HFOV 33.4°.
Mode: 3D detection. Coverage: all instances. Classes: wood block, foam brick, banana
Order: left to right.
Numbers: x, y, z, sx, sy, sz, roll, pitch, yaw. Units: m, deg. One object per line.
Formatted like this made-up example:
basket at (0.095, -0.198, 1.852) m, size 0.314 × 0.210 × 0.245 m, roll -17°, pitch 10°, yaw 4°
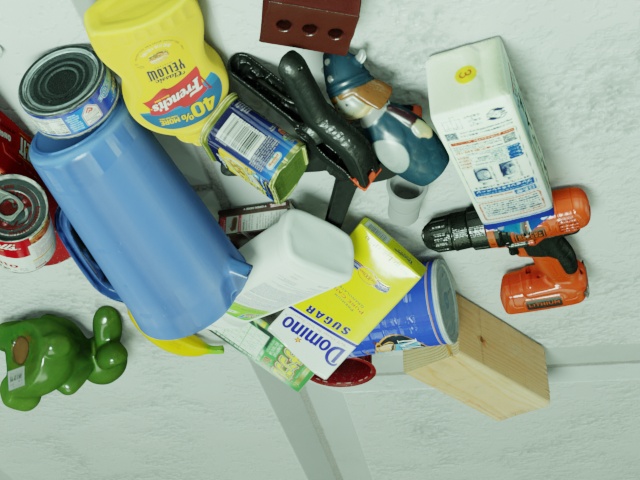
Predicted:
banana at (-0.206, 0.108, 1.402) m, size 0.070 × 0.037 × 0.197 m, roll -26°, pitch 141°, yaw 16°
foam brick at (-0.008, -0.194, 0.891) m, size 0.078 × 0.051 × 0.053 m, roll 7°, pitch 148°, yaw -9°
wood block at (0.207, 0.156, 1.407) m, size 0.090 × 0.091 × 0.205 m, roll -26°, pitch 139°, yaw 35°

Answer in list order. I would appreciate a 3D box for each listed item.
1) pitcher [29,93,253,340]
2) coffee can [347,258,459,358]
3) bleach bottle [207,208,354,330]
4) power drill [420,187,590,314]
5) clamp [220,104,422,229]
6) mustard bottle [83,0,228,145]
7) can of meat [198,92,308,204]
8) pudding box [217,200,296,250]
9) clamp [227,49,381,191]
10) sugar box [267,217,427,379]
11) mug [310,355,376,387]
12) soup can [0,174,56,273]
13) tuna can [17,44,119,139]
pitcher at (-0.191, -0.023, 1.067) m, size 0.149 × 0.145 × 0.242 m, roll -35°, pitch 126°, yaw -8°
coffee can at (0.086, 0.083, 1.283) m, size 0.140 × 0.103 × 0.102 m, roll -10°, pitch 146°, yaw 18°
bleach bottle at (-0.079, 0.048, 1.198) m, size 0.102 × 0.068 × 0.251 m, roll 24°, pitch 145°, yaw -34°
power drill at (0.223, 0.016, 1.212) m, size 0.185 × 0.057 × 0.187 m, roll -10°, pitch 146°, yaw 18°
clamp at (0.026, -0.074, 1.093) m, size 0.210 × 0.036 × 0.164 m, roll -23°, pitch 137°, yaw 30°
mustard bottle at (-0.135, -0.148, 0.960) m, size 0.096 × 0.058 × 0.191 m, roll -23°, pitch 147°, yaw -1°
can of meat at (-0.060, -0.084, 1.009) m, size 0.084 × 0.057 × 0.102 m, roll 36°, pitch 173°, yaw 9°
pudding box at (-0.058, 0.001, 1.218) m, size 0.090 × 0.039 × 0.113 m, roll -8°, pitch 147°, yaw 15°
clamp at (-0.012, -0.113, 0.970) m, size 0.171 × 0.039 × 0.120 m, roll 50°, pitch 168°, yaw -34°
sugar box at (0.029, 0.068, 1.216) m, size 0.093 × 0.048 × 0.176 m, roll 42°, pitch 109°, yaw 4°
mug at (0.014, 0.133, 1.385) m, size 0.117 × 0.081 × 0.093 m, roll 9°, pitch 147°, yaw -12°
soup can at (-0.295, -0.014, 1.039) m, size 0.068 × 0.068 × 0.102 m, roll 6°, pitch 160°, yaw -7°
tuna can at (-0.228, -0.135, 0.963) m, size 0.086 × 0.086 × 0.033 m, roll -7°, pitch 145°, yaw 13°
